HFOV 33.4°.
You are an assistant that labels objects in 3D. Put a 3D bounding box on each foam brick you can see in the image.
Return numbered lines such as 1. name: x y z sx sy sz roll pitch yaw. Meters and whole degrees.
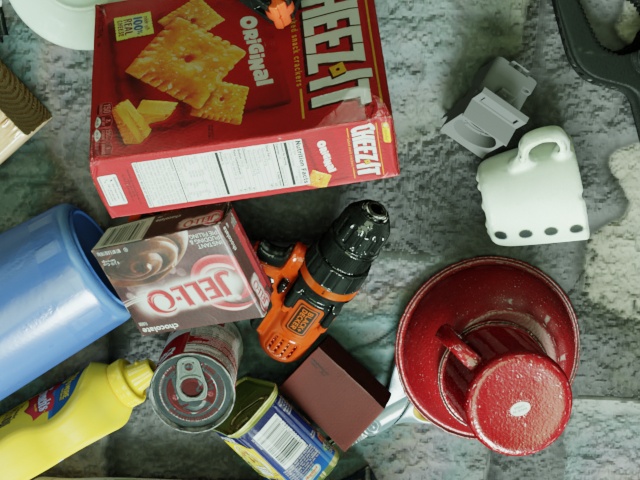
1. foam brick: 0.014 0.128 0.902 0.078 0.051 0.053 44 102 4

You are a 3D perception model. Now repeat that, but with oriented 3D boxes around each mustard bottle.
1. mustard bottle: -0.220 0.152 0.899 0.192 0.096 0.058 -29 103 9

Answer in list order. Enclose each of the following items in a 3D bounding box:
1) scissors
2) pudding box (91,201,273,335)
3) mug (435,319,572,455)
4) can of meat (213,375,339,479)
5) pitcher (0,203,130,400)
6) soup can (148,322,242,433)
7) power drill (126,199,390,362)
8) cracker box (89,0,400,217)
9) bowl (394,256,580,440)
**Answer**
1. scissors: 0.046 0.141 0.933 0.202 0.016 0.096 -17 104 5
2. pudding box: -0.104 0.023 0.816 0.114 0.039 0.090 -9 123 24
3. mug: 0.134 0.106 0.816 0.093 0.081 0.117 -45 99 2
4. can of meat: -0.042 0.165 0.898 0.084 0.102 0.057 47 72 -14
5. pitcher: -0.281 0.068 0.854 0.243 0.149 0.145 -29 104 5
6. soup can: -0.100 0.105 0.880 0.068 0.102 0.068 0 106 1
7. power drill: -0.056 0.001 0.845 0.187 0.057 0.185 31 129 -4
8. cracker box: -0.058 -0.114 0.783 0.214 0.164 0.072 -8 144 4
9. bowl: 0.145 0.096 0.886 0.162 0.055 0.162 -1 98 -4
